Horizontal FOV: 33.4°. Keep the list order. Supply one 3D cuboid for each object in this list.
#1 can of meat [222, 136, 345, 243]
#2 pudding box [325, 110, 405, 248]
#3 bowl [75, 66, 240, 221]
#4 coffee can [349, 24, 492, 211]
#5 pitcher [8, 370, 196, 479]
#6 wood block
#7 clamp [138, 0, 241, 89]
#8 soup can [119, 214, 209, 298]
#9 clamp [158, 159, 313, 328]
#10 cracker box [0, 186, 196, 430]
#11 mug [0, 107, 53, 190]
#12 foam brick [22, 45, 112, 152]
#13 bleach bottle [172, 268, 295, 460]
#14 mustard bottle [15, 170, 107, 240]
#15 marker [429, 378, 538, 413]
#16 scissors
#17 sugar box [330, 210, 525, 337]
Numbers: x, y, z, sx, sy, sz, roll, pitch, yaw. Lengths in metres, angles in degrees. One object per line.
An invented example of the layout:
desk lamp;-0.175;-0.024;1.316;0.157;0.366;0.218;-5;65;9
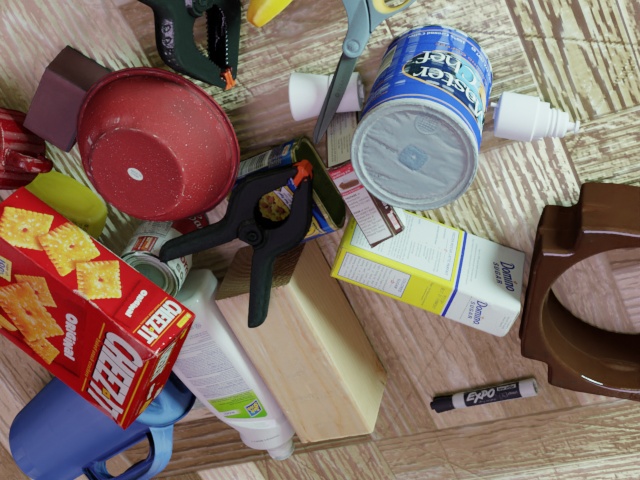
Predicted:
can of meat;-0.034;-0.043;1.036;0.084;0.057;0.102;-19;119;25
pudding box;0.039;-0.060;0.965;0.039;0.113;0.090;-26;116;12
bowl;-0.158;-0.074;0.977;0.162;0.055;0.162;7;125;11
coffee can;0.088;-0.106;0.900;0.103;0.140;0.103;8;128;10
pitcher;-0.257;0.204;1.233;0.145;0.149;0.243;40;129;-15
wood block;-0.016;0.104;1.120;0.090;0.090;0.206;-14;122;25
clamp;-0.119;-0.204;0.894;0.036;0.164;0.210;24;144;31
soup can;-0.159;0.009;1.080;0.068;0.102;0.068;8;127;10
clamp;-0.057;0.001;0.998;0.172;0.039;0.120;-41;106;22
cracker box;-0.243;0.071;1.055;0.214;0.072;0.164;37;140;6
mug;-0.314;-0.088;1.043;0.117;0.081;0.093;16;96;20
foam brick;-0.243;-0.136;1.026;0.051;0.053;0.078;29;127;-8
bleach bottle;-0.102;0.146;1.150;0.103;0.068;0.250;-13;124;26
mustard bottle;-0.292;0.018;1.152;0.096;0.058;0.192;29;129;6
marker;0.176;0.170;1.161;0.121;0.020;0.020;-15;121;25
scissors;0.017;-0.185;0.915;0.096;0.016;0.202;38;114;-4
sugar box;0.105;0.024;1.023;0.176;0.093;0.048;22;129;-1
